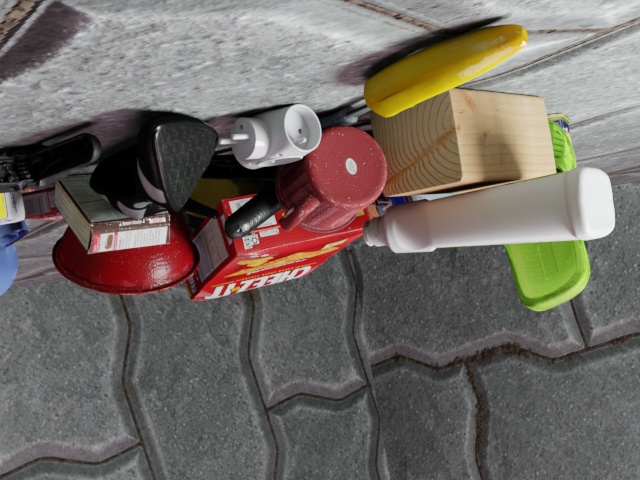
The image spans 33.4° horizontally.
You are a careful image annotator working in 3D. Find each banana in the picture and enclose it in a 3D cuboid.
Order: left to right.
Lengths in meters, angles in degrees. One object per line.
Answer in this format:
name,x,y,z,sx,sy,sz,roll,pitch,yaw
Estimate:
banana,0.080,-0.127,0.818,0.069,0.037,0.198,-27,-175,-21

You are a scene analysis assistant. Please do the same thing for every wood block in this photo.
wood block,0.149,-0.097,1.079,0.091,0.090,0.205,-11,177,36

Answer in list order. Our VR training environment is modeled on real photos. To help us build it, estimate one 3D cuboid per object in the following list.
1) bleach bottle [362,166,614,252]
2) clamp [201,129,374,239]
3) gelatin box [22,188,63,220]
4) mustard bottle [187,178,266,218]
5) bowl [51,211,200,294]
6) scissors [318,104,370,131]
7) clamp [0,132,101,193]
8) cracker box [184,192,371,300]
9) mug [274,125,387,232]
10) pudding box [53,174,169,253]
bleach bottle,0.153,-0.022,1.054,0.251,0.068,0.102,-8,178,31
clamp,-0.021,-0.066,1.094,0.210,0.036,0.164,-14,-148,-4
gelatin box,-0.290,-0.044,1.233,0.089,0.030,0.073,-10,177,16
mustard bottle,-0.088,-0.058,1.307,0.096,0.058,0.191,9,-173,29
bowl,-0.210,-0.005,1.164,0.162,0.055,0.162,6,-151,-4
scissors,0.004,-0.113,1.005,0.096,0.016,0.202,-9,177,-14
clamp,-0.263,-0.060,0.916,0.120,0.039,0.172,-7,176,-24
cracker box,-0.058,0.002,1.230,0.164,0.072,0.214,-12,168,-24
mug,0.004,-0.053,1.009,0.117,0.093,0.082,-43,-175,-22
pudding box,-0.217,-0.032,1.111,0.089,0.039,0.114,-9,-149,-29
